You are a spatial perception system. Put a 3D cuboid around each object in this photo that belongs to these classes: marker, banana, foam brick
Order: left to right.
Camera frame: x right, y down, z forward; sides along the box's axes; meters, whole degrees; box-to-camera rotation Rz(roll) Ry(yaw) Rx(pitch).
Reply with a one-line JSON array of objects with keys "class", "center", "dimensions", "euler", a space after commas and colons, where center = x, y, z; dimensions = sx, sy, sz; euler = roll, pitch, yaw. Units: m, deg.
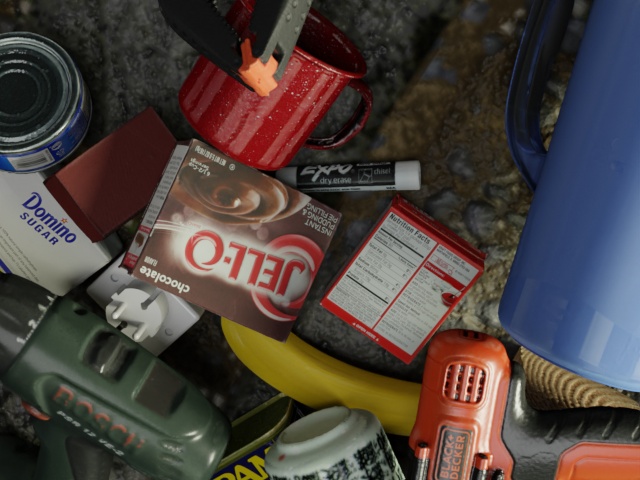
[{"class": "foam brick", "center": [-0.126, -0.041, 0.675], "dimensions": [0.078, 0.053, 0.051], "euler": [-38, 101, -17]}, {"class": "marker", "center": [0.004, -0.040, 0.691], "dimensions": [0.121, 0.020, 0.020], "euler": [-2, 108, 10]}, {"class": "banana", "center": [0.008, 0.088, 0.712], "dimensions": [0.198, 0.037, 0.070], "euler": [29, 138, 4]}]

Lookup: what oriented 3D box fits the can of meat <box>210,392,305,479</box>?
[{"class": "can of meat", "center": [-0.038, 0.168, 0.747], "dimensions": [0.102, 0.057, 0.084], "euler": [-33, 103, 17]}]

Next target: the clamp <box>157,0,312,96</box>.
[{"class": "clamp", "center": [-0.060, -0.171, 0.595], "dimensions": [0.165, 0.036, 0.210], "euler": [-13, 64, 18]}]

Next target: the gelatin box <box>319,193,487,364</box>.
[{"class": "gelatin box", "center": [0.054, 0.025, 0.698], "dimensions": [0.073, 0.030, 0.089], "euler": [34, 113, -3]}]

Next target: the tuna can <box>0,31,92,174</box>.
[{"class": "tuna can", "center": [-0.190, -0.088, 0.674], "dimensions": [0.086, 0.034, 0.086], "euler": [0, 73, 0]}]

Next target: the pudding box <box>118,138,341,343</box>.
[{"class": "pudding box", "center": [-0.054, 0.001, 0.657], "dimensions": [0.113, 0.039, 0.090], "euler": [26, 84, -23]}]

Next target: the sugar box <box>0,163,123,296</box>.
[{"class": "sugar box", "center": [-0.230, 0.020, 0.733], "dimensions": [0.176, 0.048, 0.093], "euler": [-34, 100, 14]}]

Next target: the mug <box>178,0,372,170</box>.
[{"class": "mug", "center": [-0.023, -0.093, 0.648], "dimensions": [0.117, 0.093, 0.082], "euler": [23, 118, -29]}]

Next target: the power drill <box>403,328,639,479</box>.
[{"class": "power drill", "center": [0.138, 0.152, 0.612], "dimensions": [0.187, 0.057, 0.184], "euler": [9, 101, 4]}]

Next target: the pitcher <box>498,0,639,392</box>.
[{"class": "pitcher", "center": [0.179, -0.050, 0.591], "dimensions": [0.145, 0.149, 0.243], "euler": [17, 102, -7]}]
